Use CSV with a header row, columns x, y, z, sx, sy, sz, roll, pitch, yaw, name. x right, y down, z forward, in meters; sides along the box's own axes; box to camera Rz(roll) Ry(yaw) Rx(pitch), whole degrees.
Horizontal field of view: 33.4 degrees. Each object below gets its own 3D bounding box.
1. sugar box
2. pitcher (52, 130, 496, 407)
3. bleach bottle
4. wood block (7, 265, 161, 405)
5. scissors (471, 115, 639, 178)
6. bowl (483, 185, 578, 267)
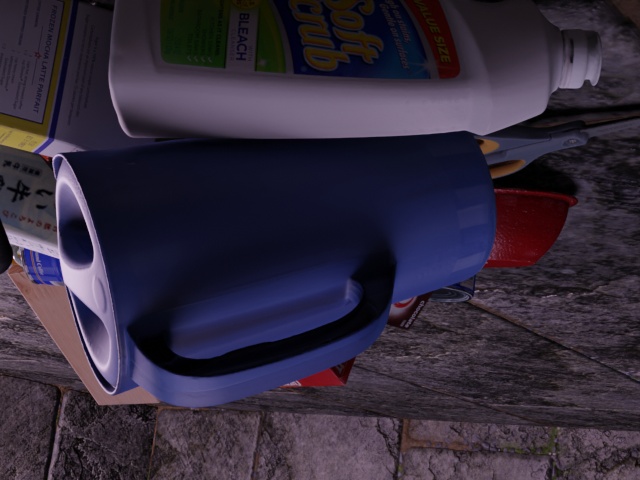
x,y,z,sx,sy,sz,roll,pitch,yaw,name
-0.182,-0.104,0.634,0.176,0.093,0.048,15,164,-29,sugar box
-0.021,0.002,0.607,0.242,0.149,0.145,-13,176,-22,pitcher
0.020,-0.104,0.568,0.251,0.102,0.068,0,154,2,bleach bottle
-0.242,0.081,1.188,0.091,0.090,0.206,-6,127,28,wood block
0.151,-0.075,0.714,0.202,0.016,0.096,-18,155,42,scissors
0.133,-0.007,0.894,0.162,0.055,0.162,1,175,0,bowl
